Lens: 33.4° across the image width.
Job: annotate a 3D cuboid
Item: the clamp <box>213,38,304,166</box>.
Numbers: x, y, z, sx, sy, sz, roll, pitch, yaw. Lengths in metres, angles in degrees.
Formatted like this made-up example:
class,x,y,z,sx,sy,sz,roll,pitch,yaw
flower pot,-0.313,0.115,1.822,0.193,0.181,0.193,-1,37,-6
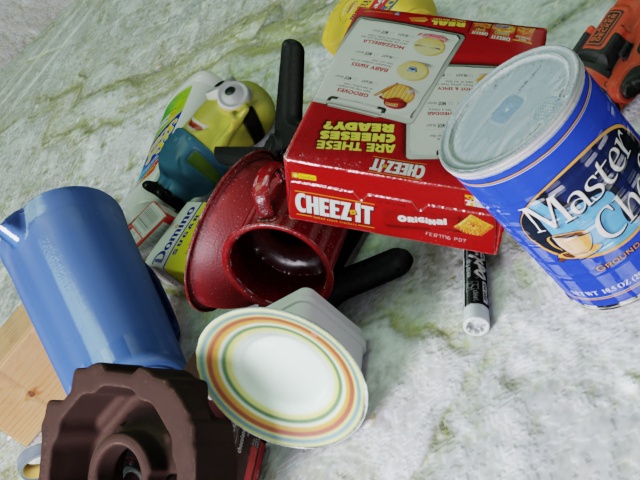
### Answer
class,x,y,z,sx,sy,sz,roll,pitch,yaw
clamp,-0.046,-0.088,1.104,0.165,0.036,0.210,-49,42,31

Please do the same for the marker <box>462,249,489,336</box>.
class,x,y,z,sx,sy,sz,roll,pitch,yaw
marker,0.114,0.022,0.791,0.020,0.020,0.121,-32,30,29

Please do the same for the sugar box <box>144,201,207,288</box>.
class,x,y,z,sx,sy,sz,roll,pitch,yaw
sugar box,-0.118,0.006,1.127,0.177,0.048,0.093,7,59,57

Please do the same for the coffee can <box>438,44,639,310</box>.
class,x,y,z,sx,sy,sz,roll,pitch,yaw
coffee can,0.157,-0.038,0.672,0.103,0.140,0.103,-35,29,23

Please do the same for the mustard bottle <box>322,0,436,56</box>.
class,x,y,z,sx,sy,sz,roll,pitch,yaw
mustard bottle,0.074,-0.233,1.156,0.096,0.058,0.192,-50,27,-4

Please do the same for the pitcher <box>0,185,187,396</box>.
class,x,y,z,sx,sy,sz,roll,pitch,yaw
pitcher,-0.209,0.070,1.039,0.149,0.145,0.243,-19,48,-18

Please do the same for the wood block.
class,x,y,z,sx,sy,sz,roll,pitch,yaw
wood block,-0.303,0.114,1.204,0.206,0.090,0.090,-50,27,-5

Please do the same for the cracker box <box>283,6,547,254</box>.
class,x,y,z,sx,sy,sz,roll,pitch,yaw
cracker box,0.080,-0.094,0.842,0.164,0.072,0.213,10,46,13

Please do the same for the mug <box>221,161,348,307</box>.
class,x,y,z,sx,sy,sz,roll,pitch,yaw
mug,-0.028,-0.011,0.864,0.093,0.117,0.081,-5,37,24

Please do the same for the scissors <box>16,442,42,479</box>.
class,x,y,z,sx,sy,sz,roll,pitch,yaw
scissors,-0.285,0.236,1.025,0.202,0.096,0.016,-33,57,22

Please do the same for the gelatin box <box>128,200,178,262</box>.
class,x,y,z,sx,sy,sz,roll,pitch,yaw
gelatin box,-0.199,0.001,1.226,0.089,0.073,0.030,-44,69,5

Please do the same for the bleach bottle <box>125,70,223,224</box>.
class,x,y,z,sx,sy,sz,roll,pitch,yaw
bleach bottle,-0.186,-0.099,1.353,0.103,0.068,0.250,-31,32,43

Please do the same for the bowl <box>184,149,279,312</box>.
class,x,y,z,sx,sy,sz,roll,pitch,yaw
bowl,-0.056,0.001,0.974,0.055,0.162,0.162,23,67,20

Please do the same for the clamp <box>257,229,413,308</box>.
class,x,y,z,sx,sy,sz,roll,pitch,yaw
clamp,-0.002,0.035,0.924,0.171,0.039,0.120,-35,25,11
